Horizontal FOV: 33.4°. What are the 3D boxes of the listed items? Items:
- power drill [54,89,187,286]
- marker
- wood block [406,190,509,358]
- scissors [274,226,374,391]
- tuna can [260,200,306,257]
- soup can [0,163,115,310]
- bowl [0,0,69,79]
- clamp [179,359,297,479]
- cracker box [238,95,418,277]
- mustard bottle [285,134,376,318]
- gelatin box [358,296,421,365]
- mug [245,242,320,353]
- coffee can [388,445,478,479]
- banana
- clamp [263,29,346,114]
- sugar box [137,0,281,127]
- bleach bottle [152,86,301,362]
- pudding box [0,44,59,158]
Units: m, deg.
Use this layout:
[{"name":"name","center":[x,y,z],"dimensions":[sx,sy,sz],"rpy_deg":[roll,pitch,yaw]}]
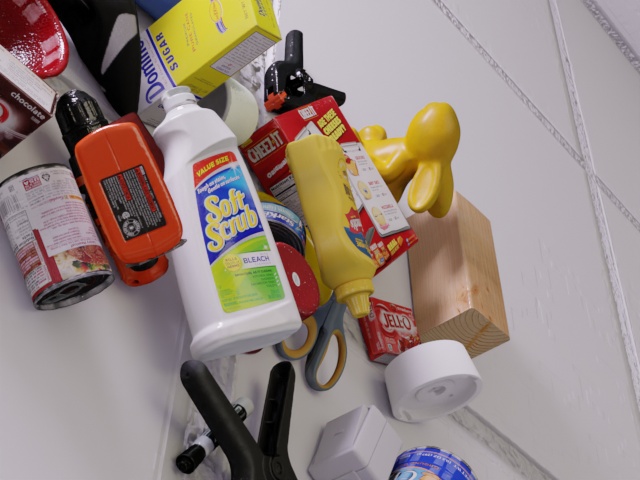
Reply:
[{"name":"power drill","center":[-0.170,-0.049,0.886],"dimensions":[0.184,0.057,0.188],"rpy_deg":[66,-12,-5]},{"name":"marker","center":[-0.093,0.172,0.945],"dimensions":[0.020,0.020,0.121],"rpy_deg":[57,28,-3]},{"name":"wood block","center":[0.179,0.048,1.418],"dimensions":[0.090,0.091,0.206],"rpy_deg":[37,35,-35]},{"name":"scissors","center":[0.005,0.060,1.140],"dimensions":[0.096,0.016,0.201],"rpy_deg":[25,64,-29]},{"name":"tuna can","center":[-0.057,0.001,1.095],"dimensions":[0.086,0.086,0.033],"rpy_deg":[43,31,-27]},{"name":"soup can","center":[-0.217,-0.003,0.866],"dimensions":[0.068,0.069,0.102],"rpy_deg":[-3,65,-58]},{"name":"bowl","center":[-0.296,-0.190,0.920],"dimensions":[0.162,0.055,0.162],"rpy_deg":[42,26,-26]},{"name":"clamp","center":[-0.048,0.200,0.950],"dimensions":[0.164,0.036,0.210],"rpy_deg":[-2,73,-62]},{"name":"cracker box","center":[0.013,-0.054,1.272],"dimensions":[0.214,0.072,0.164],"rpy_deg":[58,29,-1]},{"name":"mustard bottle","center":[0.017,-0.011,1.118],"dimensions":[0.096,0.058,0.191],"rpy_deg":[39,34,-68]},{"name":"gelatin box","center":[0.085,0.111,1.272],"dimensions":[0.089,0.030,0.073],"rpy_deg":[21,46,-49]},{"name":"mug","center":[-0.060,0.055,1.042],"dimensions":[0.093,0.082,0.117],"rpy_deg":[62,29,5]},{"name":"coffee can","center":[0.093,0.280,1.049],"dimensions":[0.103,0.103,0.140],"rpy_deg":[57,29,-4]},{"name":"banana","center":[-0.034,0.010,1.180],"dimensions":[0.197,0.037,0.069],"rpy_deg":[48,54,-15]},{"name":"clamp","center":[-0.034,-0.213,1.385],"dimensions":[0.120,0.039,0.171],"rpy_deg":[53,29,2]},{"name":"sugar box","center":[-0.125,-0.198,1.082],"dimensions":[0.048,0.176,0.093],"rpy_deg":[22,45,-51]},{"name":"bleach bottle","center":[-0.102,-0.023,0.966],"dimensions":[0.102,0.068,0.251],"rpy_deg":[-10,73,-34]},{"name":"pudding box","center":[-0.281,-0.120,0.851],"dimensions":[0.113,0.090,0.039],"rpy_deg":[39,34,-32]}]
